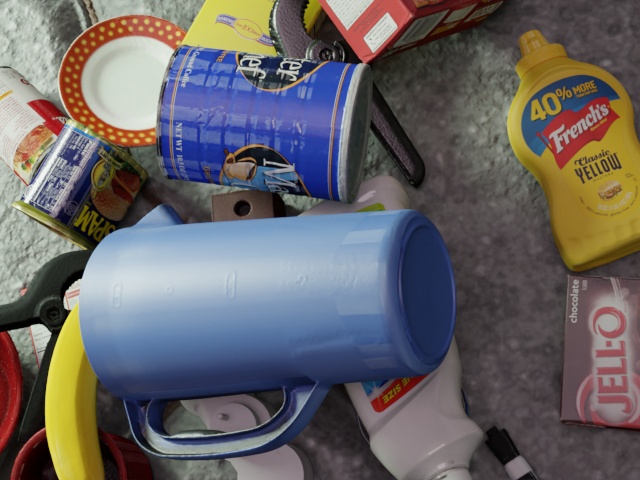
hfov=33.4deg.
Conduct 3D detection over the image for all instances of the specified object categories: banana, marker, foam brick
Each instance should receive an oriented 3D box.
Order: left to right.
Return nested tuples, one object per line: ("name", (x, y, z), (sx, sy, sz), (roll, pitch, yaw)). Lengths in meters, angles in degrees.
("banana", (-0.169, 0.101, 0.796), (0.069, 0.037, 0.197), (9, 63, 7))
("foam brick", (-0.056, 0.001, 0.866), (0.053, 0.051, 0.078), (-8, 76, 9))
("marker", (0.161, 0.191, 0.794), (0.020, 0.020, 0.121), (-35, 73, 2))

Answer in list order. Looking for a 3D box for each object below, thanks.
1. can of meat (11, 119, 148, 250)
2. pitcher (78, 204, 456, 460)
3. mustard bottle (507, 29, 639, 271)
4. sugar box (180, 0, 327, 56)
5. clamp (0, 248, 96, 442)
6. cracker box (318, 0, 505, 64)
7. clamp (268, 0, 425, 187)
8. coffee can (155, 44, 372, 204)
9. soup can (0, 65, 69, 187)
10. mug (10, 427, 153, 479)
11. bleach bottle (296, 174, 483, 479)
("can of meat", (-0.194, -0.041, 0.879), (0.057, 0.102, 0.084), (26, 81, 17))
("pitcher", (-0.036, 0.055, 0.735), (0.243, 0.144, 0.149), (-6, 115, 29))
("mustard bottle", (0.200, -0.079, 0.829), (0.096, 0.058, 0.192), (-23, 73, 5))
("sugar box", (-0.037, -0.213, 0.909), (0.093, 0.048, 0.176), (27, 86, 4))
("clamp", (-0.208, 0.074, 0.846), (0.171, 0.039, 0.120), (-34, 88, -13))
("cracker box", (0.039, -0.252, 0.833), (0.214, 0.163, 0.072), (55, 135, 7))
("clamp", (-0.005, -0.141, 0.865), (0.164, 0.036, 0.210), (-5, 88, -5))
("coffee can", (-0.039, -0.087, 0.789), (0.140, 0.103, 0.103), (8, 79, 9))
("soup can", (-0.254, -0.094, 0.920), (0.102, 0.068, 0.068), (41, 88, 18))
("mug", (-0.177, 0.201, 0.828), (0.093, 0.081, 0.117), (-18, 74, 7))
("bleach bottle", (0.060, 0.075, 0.783), (0.102, 0.068, 0.251), (-26, 57, 5))
